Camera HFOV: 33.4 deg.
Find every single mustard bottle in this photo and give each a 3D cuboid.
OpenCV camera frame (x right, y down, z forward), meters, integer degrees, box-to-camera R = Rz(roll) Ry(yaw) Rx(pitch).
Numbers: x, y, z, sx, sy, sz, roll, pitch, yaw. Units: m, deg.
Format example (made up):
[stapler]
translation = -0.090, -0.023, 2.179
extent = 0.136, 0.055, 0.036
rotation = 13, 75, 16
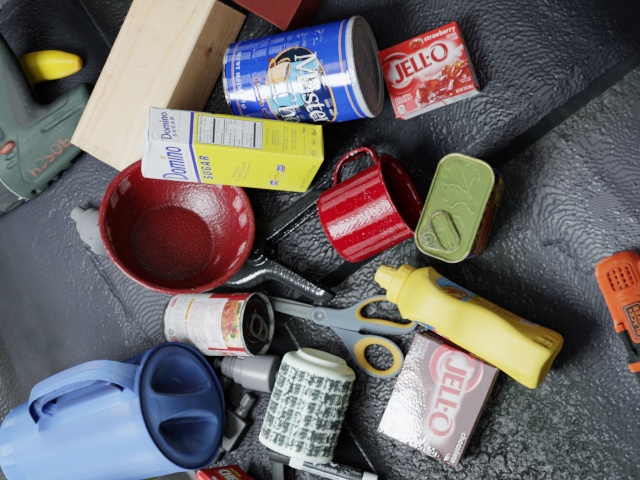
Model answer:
[mustard bottle]
translation = 0.139, 0.074, 1.045
extent = 0.192, 0.096, 0.058
rotation = 29, 99, 18

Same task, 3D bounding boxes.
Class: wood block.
[wood block]
translation = -0.175, -0.177, 1.162
extent = 0.090, 0.090, 0.206
rotation = 29, 99, 17

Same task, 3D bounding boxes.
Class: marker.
[marker]
translation = 0.000, 0.237, 1.116
extent = 0.121, 0.020, 0.020
rotation = 16, 95, 2

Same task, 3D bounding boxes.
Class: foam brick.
[foam brick]
translation = -0.047, -0.258, 1.138
extent = 0.078, 0.051, 0.053
rotation = 34, 99, 16

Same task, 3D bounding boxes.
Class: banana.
[banana]
translation = -0.368, -0.174, 1.263
extent = 0.198, 0.037, 0.069
rotation = -38, 97, 17

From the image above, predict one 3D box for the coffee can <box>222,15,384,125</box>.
[coffee can]
translation = -0.016, -0.167, 1.099
extent = 0.140, 0.102, 0.103
rotation = -8, 87, 20

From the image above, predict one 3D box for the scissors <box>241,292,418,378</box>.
[scissors]
translation = 0.009, 0.099, 1.134
extent = 0.202, 0.016, 0.096
rotation = -4, 88, 20

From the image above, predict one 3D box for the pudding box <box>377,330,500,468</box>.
[pudding box]
translation = 0.121, 0.160, 1.081
extent = 0.090, 0.039, 0.113
rotation = 23, 97, 18

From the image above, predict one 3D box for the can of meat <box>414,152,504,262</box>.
[can of meat]
translation = 0.140, -0.031, 1.052
extent = 0.057, 0.083, 0.102
rotation = 20, 96, 18

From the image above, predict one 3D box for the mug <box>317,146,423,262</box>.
[mug]
translation = 0.047, -0.039, 1.086
extent = 0.082, 0.093, 0.117
rotation = -27, 69, 22

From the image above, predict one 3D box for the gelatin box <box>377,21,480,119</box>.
[gelatin box]
translation = 0.110, -0.172, 1.092
extent = 0.089, 0.030, 0.073
rotation = -18, 83, 18

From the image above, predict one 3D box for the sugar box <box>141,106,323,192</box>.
[sugar box]
translation = -0.091, -0.090, 1.087
extent = 0.176, 0.093, 0.048
rotation = 2, 70, -12

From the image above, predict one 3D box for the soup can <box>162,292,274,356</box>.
[soup can]
translation = -0.110, 0.089, 1.143
extent = 0.102, 0.068, 0.068
rotation = -1, 89, 28

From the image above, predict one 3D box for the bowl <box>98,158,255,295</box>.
[bowl]
translation = -0.152, -0.009, 1.120
extent = 0.162, 0.055, 0.162
rotation = 5, 65, -12

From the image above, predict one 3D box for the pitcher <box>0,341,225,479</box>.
[pitcher]
translation = -0.236, 0.196, 1.140
extent = 0.243, 0.144, 0.149
rotation = -21, 94, 30

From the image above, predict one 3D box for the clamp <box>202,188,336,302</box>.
[clamp]
translation = -0.058, 0.001, 1.147
extent = 0.172, 0.039, 0.120
rotation = 4, 79, 22
